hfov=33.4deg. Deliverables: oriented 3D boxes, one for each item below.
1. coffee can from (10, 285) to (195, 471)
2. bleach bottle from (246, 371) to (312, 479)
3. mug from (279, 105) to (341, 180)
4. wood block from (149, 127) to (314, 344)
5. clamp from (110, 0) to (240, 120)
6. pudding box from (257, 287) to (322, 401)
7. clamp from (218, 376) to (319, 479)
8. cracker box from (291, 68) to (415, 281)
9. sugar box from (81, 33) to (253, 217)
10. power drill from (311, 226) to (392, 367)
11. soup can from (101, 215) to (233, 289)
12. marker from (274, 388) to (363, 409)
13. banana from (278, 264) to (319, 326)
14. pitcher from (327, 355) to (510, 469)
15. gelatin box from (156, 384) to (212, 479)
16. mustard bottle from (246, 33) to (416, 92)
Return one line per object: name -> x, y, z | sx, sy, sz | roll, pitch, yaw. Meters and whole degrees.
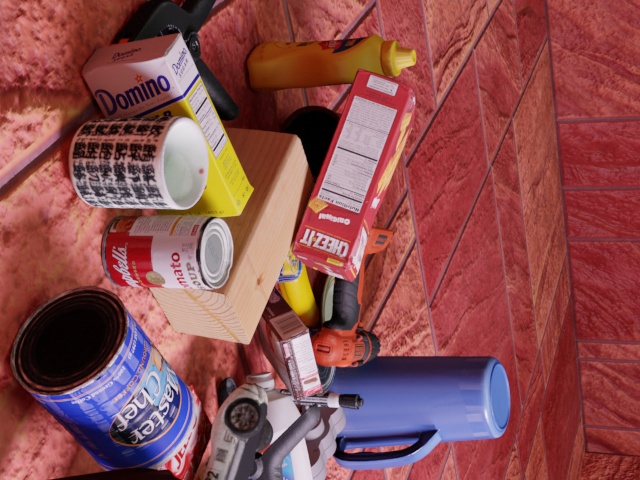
coffee can -> -0.178, 0.120, 0.892 | 0.140, 0.103, 0.102 | 64, 34, -47
bleach bottle -> -0.060, 0.277, 1.217 | 0.068, 0.102, 0.251 | -9, 90, -80
mug -> 0.014, -0.118, 1.347 | 0.093, 0.117, 0.081 | -69, 166, 11
wood block -> -0.086, -0.009, 1.101 | 0.091, 0.090, 0.206 | 71, 34, -50
clamp -> -0.137, -0.185, 1.071 | 0.209, 0.036, 0.164 | -39, 125, -60
pudding box -> -0.041, 0.119, 1.235 | 0.114, 0.039, 0.090 | -131, -157, -58
clamp -> -0.063, 0.241, 1.165 | 0.039, 0.120, 0.171 | 1, 94, -63
cracker box -> 0.042, -0.067, 1.204 | 0.164, 0.072, 0.213 | 51, 59, -82
sugar box -> -0.138, -0.098, 0.978 | 0.176, 0.093, 0.048 | 64, 33, -36
power drill -> 0.048, 0.073, 1.388 | 0.184, 0.057, 0.187 | 10, 87, -70
soup can -> -0.140, 0.011, 0.983 | 0.068, 0.102, 0.068 | 1, 90, -68
marker -> -0.006, 0.191, 1.290 | 0.020, 0.121, 0.020 | 1, 90, -68
banana -> -0.031, 0.036, 1.335 | 0.069, 0.037, 0.198 | -52, 137, -55
pitcher -> 0.127, 0.226, 1.452 | 0.144, 0.243, 0.149 | 0, 84, -64
gelatin box -> -0.144, 0.201, 1.073 | 0.089, 0.030, 0.073 | -68, 149, -42
mustard bottle -> 0.018, -0.208, 1.244 | 0.096, 0.192, 0.058 | -41, 128, -61
